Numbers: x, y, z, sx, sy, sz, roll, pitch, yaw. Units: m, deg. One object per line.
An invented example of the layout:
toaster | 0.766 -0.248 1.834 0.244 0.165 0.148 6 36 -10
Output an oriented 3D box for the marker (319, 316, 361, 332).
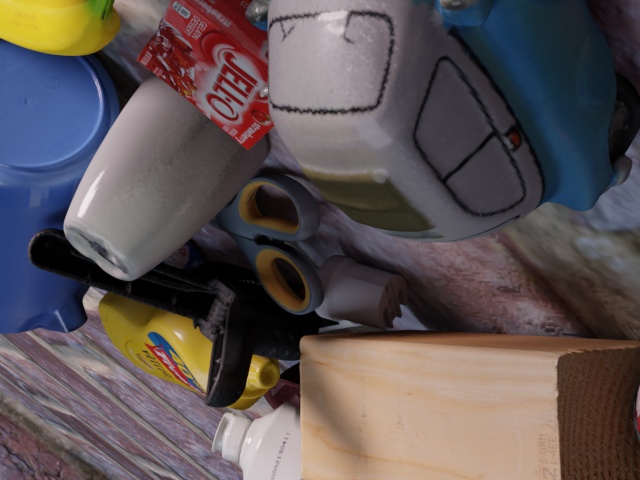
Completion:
marker | 0.001 0.056 0.760 0.020 0.020 0.121 40 158 -13

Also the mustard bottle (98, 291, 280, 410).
mustard bottle | -0.085 0.078 0.765 0.192 0.058 0.096 9 142 56

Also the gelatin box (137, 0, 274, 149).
gelatin box | -0.043 -0.086 0.506 0.073 0.030 0.089 39 159 -10

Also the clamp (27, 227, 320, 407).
clamp | -0.055 0.048 0.655 0.165 0.036 0.209 37 -164 34

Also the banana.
banana | -0.177 -0.143 0.582 0.198 0.037 0.070 24 138 23

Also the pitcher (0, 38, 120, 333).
pitcher | -0.208 -0.043 0.705 0.149 0.145 0.243 12 155 -14

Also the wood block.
wood block | 0.083 0.097 0.576 0.090 0.090 0.207 0 178 -34

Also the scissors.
scissors | -0.054 0.001 0.683 0.202 0.016 0.096 -5 105 58

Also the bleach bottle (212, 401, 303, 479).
bleach bottle | 0.053 0.159 0.711 0.251 0.102 0.068 17 159 7
